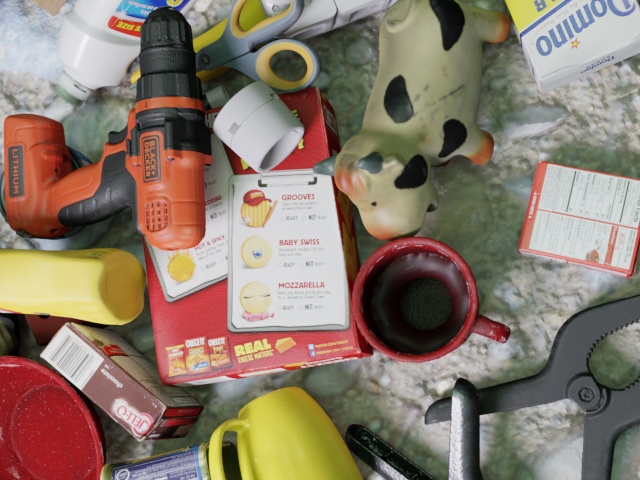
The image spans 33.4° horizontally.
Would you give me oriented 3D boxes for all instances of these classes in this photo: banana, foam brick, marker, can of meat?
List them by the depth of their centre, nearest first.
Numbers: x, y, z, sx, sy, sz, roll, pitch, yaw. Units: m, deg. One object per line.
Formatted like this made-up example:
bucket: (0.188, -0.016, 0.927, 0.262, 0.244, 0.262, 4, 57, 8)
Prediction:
can of meat: (-0.111, 0.192, 0.836, 0.084, 0.102, 0.057, -16, 78, 9)
foam brick: (-0.204, 0.051, 0.903, 0.078, 0.051, 0.053, -28, 77, 9)
banana: (-0.075, -0.184, 0.913, 0.198, 0.037, 0.070, -44, 54, 3)
marker: (-0.134, -0.099, 0.922, 0.121, 0.020, 0.020, -25, 77, 10)

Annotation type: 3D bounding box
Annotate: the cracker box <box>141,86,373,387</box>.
cracker box: (-0.056, 0.001, 0.863, 0.164, 0.072, 0.214, -11, 79, 11)

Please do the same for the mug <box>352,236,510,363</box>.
mug: (0.089, 0.052, 0.814, 0.117, 0.081, 0.093, 18, 87, 16)

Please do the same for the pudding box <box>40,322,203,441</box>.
pudding box: (-0.158, 0.115, 0.863, 0.113, 0.090, 0.039, 39, 91, 16)

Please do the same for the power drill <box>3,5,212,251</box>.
power drill: (-0.168, -0.077, 0.836, 0.188, 0.057, 0.184, -7, 82, 35)

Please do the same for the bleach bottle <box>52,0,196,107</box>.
bleach bottle: (-0.142, -0.221, 0.910, 0.068, 0.102, 0.251, 42, 100, 33)

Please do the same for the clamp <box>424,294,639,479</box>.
clamp: (0.190, 0.113, 0.804, 0.165, 0.036, 0.210, 35, 95, 15)

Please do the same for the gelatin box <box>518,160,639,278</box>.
gelatin box: (0.204, -0.016, 0.822, 0.089, 0.030, 0.073, 12, 84, 15)

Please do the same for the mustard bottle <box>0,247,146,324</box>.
mustard bottle: (-0.241, 0.031, 0.836, 0.192, 0.096, 0.058, 3, 85, 13)

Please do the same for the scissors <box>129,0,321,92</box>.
scissors: (-0.074, -0.135, 0.859, 0.202, 0.016, 0.096, -33, 95, 41)

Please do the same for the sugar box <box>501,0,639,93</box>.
sugar box: (0.184, -0.216, 0.845, 0.093, 0.048, 0.176, -23, 77, 10)

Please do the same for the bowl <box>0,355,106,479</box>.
bowl: (-0.235, 0.169, 0.882, 0.162, 0.055, 0.162, 3, 98, 21)

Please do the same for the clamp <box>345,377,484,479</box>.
clamp: (0.104, 0.188, 0.799, 0.120, 0.039, 0.171, -41, 81, 37)
